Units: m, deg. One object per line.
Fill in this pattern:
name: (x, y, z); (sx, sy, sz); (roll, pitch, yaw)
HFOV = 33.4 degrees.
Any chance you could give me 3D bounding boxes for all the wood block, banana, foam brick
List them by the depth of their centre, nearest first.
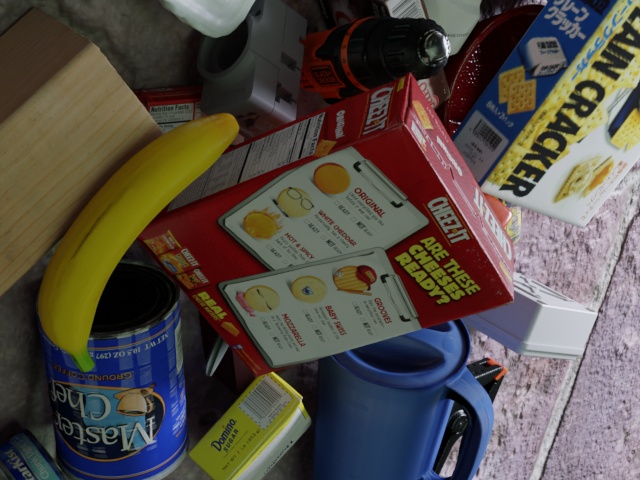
wood block: (-0.212, -0.037, 0.670); (0.206, 0.091, 0.090); (-46, 136, -11)
banana: (-0.126, -0.006, 0.678); (0.198, 0.037, 0.069); (-56, 154, 7)
foam brick: (-0.065, 0.080, 0.894); (0.052, 0.051, 0.078); (-25, 129, -28)

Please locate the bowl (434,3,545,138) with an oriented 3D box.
bowl: (0.154, -0.138, 0.953); (0.161, 0.055, 0.162); (-21, 127, -31)

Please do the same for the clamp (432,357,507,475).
clamp: (0.130, 0.189, 1.140); (0.171, 0.039, 0.120); (-53, 142, -7)

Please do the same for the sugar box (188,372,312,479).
sugar box: (-0.055, 0.165, 0.901); (0.093, 0.048, 0.176); (-46, 171, -10)

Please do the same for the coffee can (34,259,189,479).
coffee can: (-0.152, 0.099, 0.793); (0.102, 0.103, 0.140); (-20, 126, -32)

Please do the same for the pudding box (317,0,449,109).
pudding box: (0.047, -0.156, 0.824); (0.039, 0.090, 0.113); (-39, 133, -20)

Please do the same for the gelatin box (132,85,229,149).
gelatin box: (-0.105, -0.069, 0.788); (0.073, 0.030, 0.089); (-10, 120, -35)

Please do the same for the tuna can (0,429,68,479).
tuna can: (-0.212, 0.185, 0.805); (0.033, 0.086, 0.086); (-35, 133, -22)

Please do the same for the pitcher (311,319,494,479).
pitcher: (0.062, 0.177, 0.986); (0.145, 0.149, 0.243); (0, 127, -8)

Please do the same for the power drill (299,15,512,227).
power drill: (0.067, -0.079, 0.786); (0.057, 0.185, 0.187); (-38, 111, -18)

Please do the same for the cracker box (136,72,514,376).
cracker box: (0.004, -0.003, 0.744); (0.214, 0.072, 0.164); (-20, 125, 25)
